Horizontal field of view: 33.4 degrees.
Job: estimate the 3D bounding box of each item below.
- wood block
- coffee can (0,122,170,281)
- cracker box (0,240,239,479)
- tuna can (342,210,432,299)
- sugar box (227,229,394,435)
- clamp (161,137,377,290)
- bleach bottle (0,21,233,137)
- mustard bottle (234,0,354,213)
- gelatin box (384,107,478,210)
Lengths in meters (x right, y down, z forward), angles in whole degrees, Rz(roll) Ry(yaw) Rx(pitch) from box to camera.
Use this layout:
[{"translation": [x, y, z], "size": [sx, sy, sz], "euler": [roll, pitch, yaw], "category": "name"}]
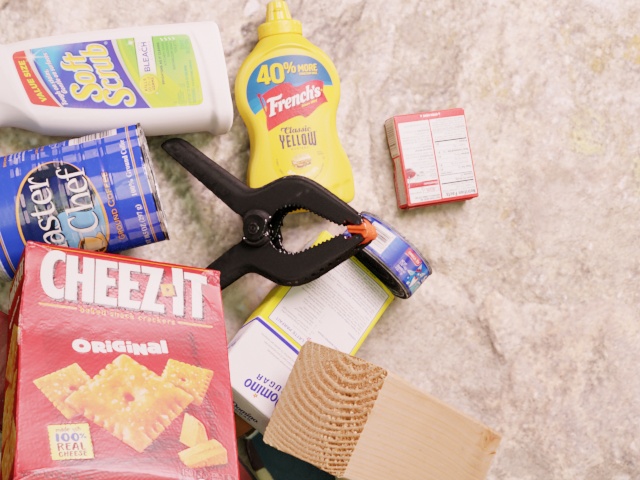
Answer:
[{"translation": [0.058, 0.166, 0.902], "size": [0.205, 0.090, 0.091], "euler": [34, 77, -49], "category": "wood block"}, {"translation": [-0.205, -0.032, 0.886], "size": [0.140, 0.103, 0.103], "euler": [-15, 90, -6], "category": "coffee can"}, {"translation": [-0.152, 0.109, 0.806], "size": [0.164, 0.072, 0.214], "euler": [10, 46, -23], "category": "cracker box"}, {"translation": [0.058, 0.014, 0.968], "size": [0.086, 0.086, 0.033], "euler": [44, 80, -8], "category": "tuna can"}, {"translation": [-0.017, 0.085, 0.940], "size": [0.093, 0.048, 0.176], "euler": [43, 61, -7], "category": "sugar box"}, {"translation": [-0.056, 0.001, 0.920], "size": [0.210, 0.036, 0.164], "euler": [8, 90, 22], "category": "clamp"}, {"translation": [-0.208, -0.128, 0.922], "size": [0.250, 0.068, 0.102], "euler": [-9, 83, -12], "category": "bleach bottle"}, {"translation": [-0.028, -0.122, 0.969], "size": [0.096, 0.058, 0.191], "euler": [-7, 88, -8], "category": "mustard bottle"}, {"translation": [0.105, -0.077, 1.014], "size": [0.073, 0.030, 0.089], "euler": [-9, 89, -16], "category": "gelatin box"}]
